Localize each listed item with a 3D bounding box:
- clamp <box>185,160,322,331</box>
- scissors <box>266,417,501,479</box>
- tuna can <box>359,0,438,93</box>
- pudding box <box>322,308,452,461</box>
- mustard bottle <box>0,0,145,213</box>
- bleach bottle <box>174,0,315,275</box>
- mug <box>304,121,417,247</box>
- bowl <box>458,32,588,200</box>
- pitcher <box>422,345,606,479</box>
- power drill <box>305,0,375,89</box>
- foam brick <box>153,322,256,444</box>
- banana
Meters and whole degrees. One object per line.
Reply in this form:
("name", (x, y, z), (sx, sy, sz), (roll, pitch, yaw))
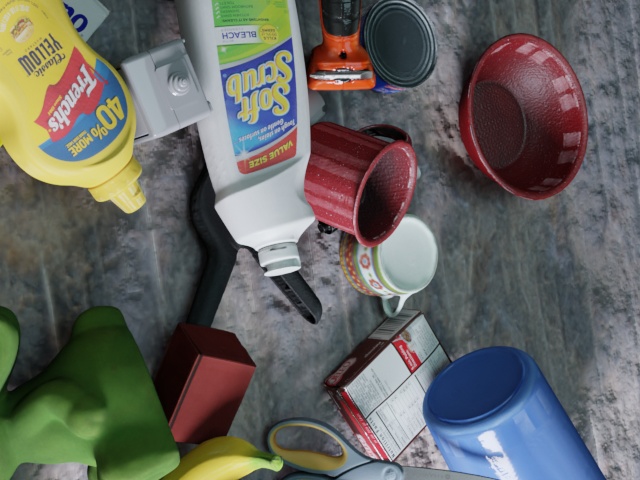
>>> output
("clamp", (-0.056, 0.001, 0.880), (0.120, 0.039, 0.171), (1, 86, -32))
("scissors", (0.045, 0.208, 0.881), (0.202, 0.016, 0.096), (19, 95, 9))
("tuna can", (0.065, -0.179, 0.979), (0.085, 0.034, 0.086), (3, 85, -34))
("pudding box", (0.067, 0.129, 0.957), (0.113, 0.039, 0.090), (-41, 111, -27))
("mustard bottle", (-0.184, -0.097, 0.739), (0.096, 0.058, 0.191), (-50, 119, -31))
("bleach bottle", (-0.047, -0.098, 0.846), (0.102, 0.068, 0.251), (-8, 79, -24))
("mug", (0.030, -0.059, 0.902), (0.117, 0.082, 0.093), (-50, 146, -27))
("bowl", (0.187, -0.117, 1.044), (0.161, 0.055, 0.162), (3, 85, -34))
("pitcher", (0.185, 0.221, 0.947), (0.145, 0.149, 0.242), (-38, 116, -14))
("power drill", (0.011, -0.224, 0.892), (0.057, 0.184, 0.188), (-3, 105, -2))
("foam brick", (-0.093, 0.111, 0.824), (0.051, 0.053, 0.078), (14, 109, -32))
("banana", (-0.111, 0.213, 0.802), (0.037, 0.070, 0.198), (37, 97, -32))
